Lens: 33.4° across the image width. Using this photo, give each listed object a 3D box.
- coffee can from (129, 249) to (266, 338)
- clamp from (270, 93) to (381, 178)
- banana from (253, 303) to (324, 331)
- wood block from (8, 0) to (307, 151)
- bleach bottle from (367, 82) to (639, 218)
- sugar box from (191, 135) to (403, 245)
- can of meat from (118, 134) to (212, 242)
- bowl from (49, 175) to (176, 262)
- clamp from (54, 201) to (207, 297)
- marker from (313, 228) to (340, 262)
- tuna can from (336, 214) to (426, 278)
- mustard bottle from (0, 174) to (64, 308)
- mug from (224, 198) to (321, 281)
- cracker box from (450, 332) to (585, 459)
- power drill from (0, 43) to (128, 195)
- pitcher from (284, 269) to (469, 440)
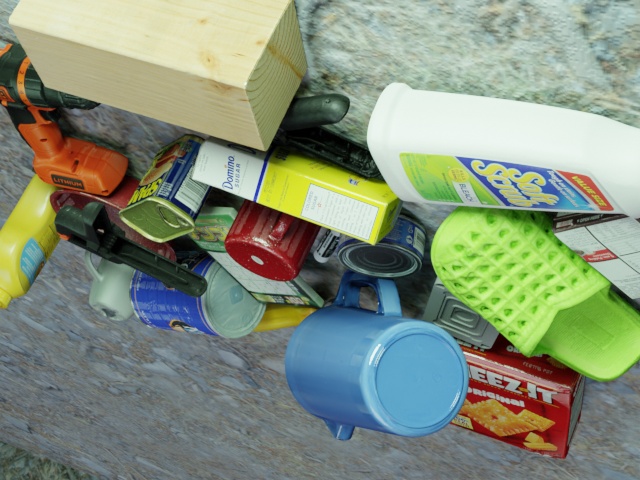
[{"bbox_3d":[-0.149,0.062,1.295,0.141,0.102,0.102,2,147,42],"label":"coffee can"},{"bbox_3d":[-0.031,-0.106,0.915,0.172,0.039,0.120,16,158,16],"label":"clamp"},{"bbox_3d":[-0.044,0.093,1.306,0.198,0.069,0.037,-16,104,51],"label":"banana"},{"bbox_3d":[-0.126,-0.156,0.848,0.206,0.090,0.091,17,155,16],"label":"wood block"},{"bbox_3d":[0.166,-0.063,0.791,0.251,0.068,0.102,7,151,30],"label":"bleach bottle"},{"bbox_3d":[-0.017,-0.051,0.960,0.176,0.048,0.093,22,-165,11],"label":"sugar box"},{"bbox_3d":[-0.149,-0.052,1.085,0.057,0.084,0.102,36,154,-22],"label":"can of meat"},{"bbox_3d":[-0.229,-0.032,1.236,0.162,0.055,0.162,21,157,9],"label":"bowl"},{"bbox_3d":[-0.221,0.005,1.150,0.164,0.036,0.210,39,164,-30],"label":"clamp"},{"bbox_3d":[0.014,-0.006,1.103,0.020,0.020,0.121,26,156,-2],"label":"marker"},{"bbox_3d":[0.059,0.005,1.039,0.086,0.033,0.086,7,155,3],"label":"tuna can"},{"bbox_3d":[-0.352,0.007,1.269,0.058,0.191,0.096,22,156,7],"label":"mustard bottle"},{"bbox_3d":[-0.041,-0.016,1.059,0.093,0.081,0.117,30,156,-9],"label":"mug"},{"bbox_3d":[0.205,0.157,1.185,0.164,0.072,0.213,16,154,19],"label":"cracker box"},{"bbox_3d":[-0.268,-0.123,1.094,0.185,0.057,0.187,15,152,25],"label":"power drill"},{"bbox_3d":[0.056,0.121,1.087,0.149,0.145,0.243,51,165,-8],"label":"pitcher"}]
